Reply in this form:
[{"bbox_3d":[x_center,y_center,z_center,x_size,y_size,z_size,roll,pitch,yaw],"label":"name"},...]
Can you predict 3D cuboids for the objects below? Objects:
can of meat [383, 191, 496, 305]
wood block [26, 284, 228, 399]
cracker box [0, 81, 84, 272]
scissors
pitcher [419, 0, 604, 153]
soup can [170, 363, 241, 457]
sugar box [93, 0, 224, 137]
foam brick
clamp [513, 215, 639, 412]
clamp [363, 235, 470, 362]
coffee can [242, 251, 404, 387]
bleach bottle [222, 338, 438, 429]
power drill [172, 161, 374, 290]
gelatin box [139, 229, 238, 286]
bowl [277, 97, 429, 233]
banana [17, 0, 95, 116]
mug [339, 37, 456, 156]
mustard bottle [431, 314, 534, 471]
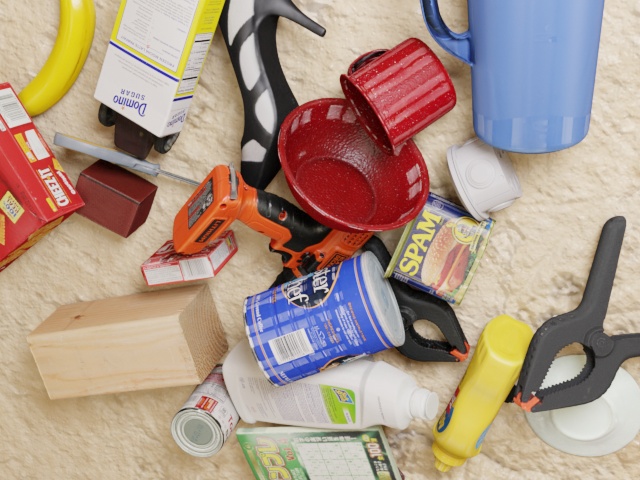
[{"bbox_3d":[0.124,0.007,1.101,0.084,0.057,0.102,24,101,4],"label":"can of meat"},{"bbox_3d":[-0.227,0.120,1.262,0.206,0.090,0.090,-9,110,22],"label":"wood block"},{"bbox_3d":[-0.389,-0.053,1.217,0.214,0.072,0.164,-31,91,36],"label":"cracker box"},{"bbox_3d":[-0.201,-0.084,1.191,0.201,0.096,0.016,18,93,-22],"label":"scissors"},{"bbox_3d":[0.181,-0.206,0.953,0.149,0.144,0.243,23,127,41],"label":"pitcher"},{"bbox_3d":[-0.127,0.200,1.259,0.068,0.102,0.068,7,116,15],"label":"soup can"},{"bbox_3d":[-0.157,-0.202,1.056,0.093,0.048,0.176,32,119,18],"label":"sugar box"},{"bbox_3d":[-0.233,-0.048,1.207,0.078,0.053,0.051,27,119,6],"label":"foam brick"},{"bbox_3d":[0.272,0.088,1.066,0.210,0.036,0.164,-34,96,-3],"label":"clamp"},{"bbox_3d":[0.082,0.086,1.172,0.171,0.039,0.120,41,120,1],"label":"clamp"},{"bbox_3d":[0.004,0.082,1.108,0.140,0.102,0.103,-21,106,13],"label":"coffee can"},{"bbox_3d":[0.014,0.169,1.175,0.251,0.068,0.102,5,130,34],"label":"bleach bottle"},{"bbox_3d":[-0.057,0.001,1.126,0.187,0.057,0.185,18,132,-30],"label":"power drill"},{"bbox_3d":[-0.147,0.019,1.198,0.089,0.073,0.030,-8,110,23],"label":"gelatin box"},{"bbox_3d":[0.025,-0.064,1.066,0.162,0.162,0.055,34,140,1],"label":"bowl"},{"bbox_3d":[-0.286,-0.205,1.164,0.070,0.037,0.198,38,120,21],"label":"banana"},{"bbox_3d":[0.071,-0.148,1.036,0.081,0.117,0.093,-34,137,-6],"label":"mug"},{"bbox_3d":[0.167,0.177,1.153,0.058,0.096,0.192,25,120,7],"label":"mustard bottle"}]
